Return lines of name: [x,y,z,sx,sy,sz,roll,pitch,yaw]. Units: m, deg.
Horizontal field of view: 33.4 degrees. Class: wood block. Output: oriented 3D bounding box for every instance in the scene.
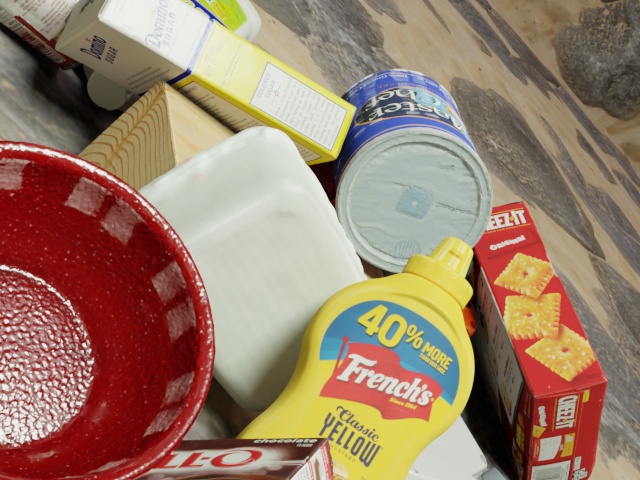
wood block: [-0.055,0.001,0.705,0.205,0.091,0.090,35,28,-38]

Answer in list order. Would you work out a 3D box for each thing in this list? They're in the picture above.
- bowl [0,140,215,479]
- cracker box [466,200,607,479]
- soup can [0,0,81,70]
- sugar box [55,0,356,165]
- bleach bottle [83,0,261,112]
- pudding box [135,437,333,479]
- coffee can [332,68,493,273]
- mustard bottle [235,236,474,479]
bowl: [-0.128,0.039,0.460,0.161,0.055,0.162,20,52,-28]
cracker box: [0.189,0.096,0.974,0.164,0.072,0.214,81,-4,-47]
soup can: [-0.192,-0.172,0.716,0.102,0.069,0.068,38,27,-32]
sugar box: [-0.074,-0.106,0.691,0.176,0.093,0.048,31,73,-25]
bleach bottle: [-0.121,-0.153,0.841,0.102,0.068,0.250,47,25,-14]
pudding box: [-0.060,0.122,0.491,0.090,0.114,0.039,-30,116,-68]
coffee can: [0.059,-0.053,0.754,0.102,0.103,0.140,45,17,-20]
mustard bottle: [0.029,0.080,0.583,0.096,0.191,0.058,34,-15,-2]
